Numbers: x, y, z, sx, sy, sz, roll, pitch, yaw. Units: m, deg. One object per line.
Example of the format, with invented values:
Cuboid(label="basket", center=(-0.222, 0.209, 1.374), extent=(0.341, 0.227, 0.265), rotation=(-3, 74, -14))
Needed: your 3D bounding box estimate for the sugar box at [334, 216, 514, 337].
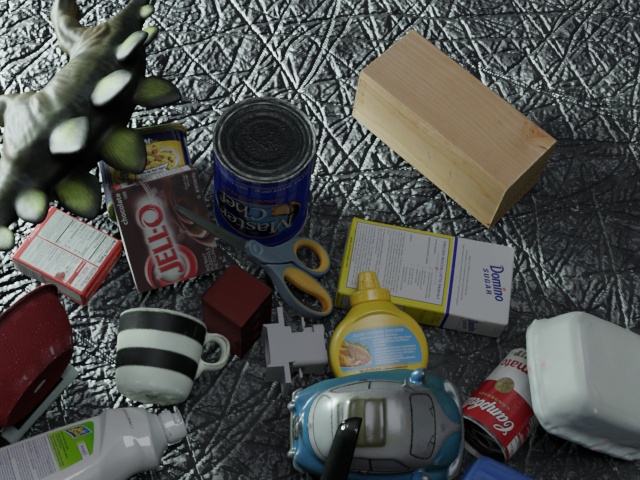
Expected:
Cuboid(label="sugar box", center=(0.109, 0.039, 1.111), extent=(0.176, 0.048, 0.093), rotation=(13, 63, -2))

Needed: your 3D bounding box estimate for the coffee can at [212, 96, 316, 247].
Cuboid(label="coffee can", center=(-0.060, -0.066, 1.099), extent=(0.102, 0.140, 0.103), rotation=(2, 62, -4))

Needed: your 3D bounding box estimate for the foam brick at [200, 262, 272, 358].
Cuboid(label="foam brick", center=(-0.083, 0.070, 1.059), extent=(0.051, 0.078, 0.053), rotation=(34, 64, 15))

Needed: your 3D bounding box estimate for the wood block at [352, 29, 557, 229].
Cuboid(label="wood block", center=(0.143, -0.123, 1.176), extent=(0.206, 0.090, 0.090), rotation=(41, 66, 16))

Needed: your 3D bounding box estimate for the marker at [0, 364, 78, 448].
Cuboid(label="marker", center=(-0.278, 0.167, 1.023), extent=(0.020, 0.020, 0.121), rotation=(33, 64, 13))

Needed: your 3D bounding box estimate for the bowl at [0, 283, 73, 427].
Cuboid(label="bowl", center=(-0.277, 0.118, 0.974), extent=(0.055, 0.162, 0.162), rotation=(38, 65, 5))

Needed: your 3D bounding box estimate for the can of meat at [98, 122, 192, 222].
Cuboid(label="can of meat", center=(-0.185, -0.071, 1.140), extent=(0.102, 0.057, 0.084), rotation=(-10, 64, -11))

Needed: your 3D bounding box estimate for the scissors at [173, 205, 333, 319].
Cuboid(label="scissors", center=(-0.057, 0.001, 1.077), extent=(0.201, 0.016, 0.096), rotation=(43, 43, -20))

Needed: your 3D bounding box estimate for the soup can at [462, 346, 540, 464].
Cuboid(label="soup can", center=(0.183, 0.160, 1.037), extent=(0.068, 0.068, 0.102), rotation=(40, 65, 16))

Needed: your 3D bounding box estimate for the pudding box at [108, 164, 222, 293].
Cuboid(label="pudding box", center=(-0.158, -0.012, 1.087), extent=(0.090, 0.039, 0.113), rotation=(-17, 104, -14))

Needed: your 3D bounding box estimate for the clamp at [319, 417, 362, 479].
Cuboid(label="clamp", center=(0.007, 0.240, 0.915), extent=(0.164, 0.210, 0.036), rotation=(56, 31, -13))

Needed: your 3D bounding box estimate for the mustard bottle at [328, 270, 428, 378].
Cuboid(label="mustard bottle", center=(0.058, 0.123, 1.031), extent=(0.096, 0.058, 0.191), rotation=(-7, 75, -4))

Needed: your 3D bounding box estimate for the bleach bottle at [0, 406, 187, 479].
Cuboid(label="bleach bottle", center=(-0.239, 0.216, 0.964), extent=(0.250, 0.068, 0.103), rotation=(-20, 36, -16))

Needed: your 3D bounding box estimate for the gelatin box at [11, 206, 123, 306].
Cuboid(label="gelatin box", center=(-0.260, 0.016, 1.101), extent=(0.089, 0.030, 0.073), rotation=(26, 61, 9))
